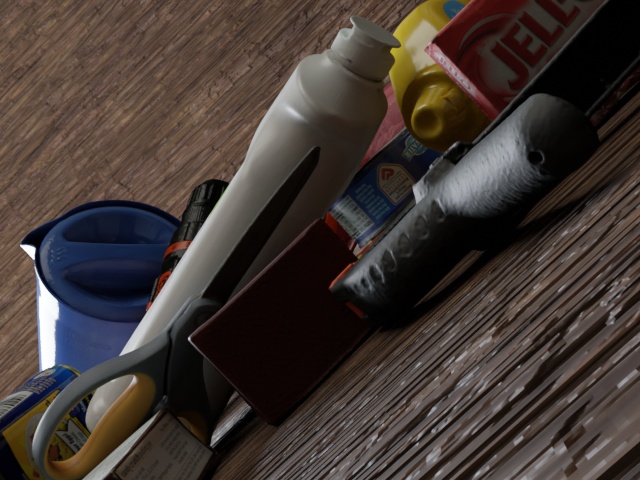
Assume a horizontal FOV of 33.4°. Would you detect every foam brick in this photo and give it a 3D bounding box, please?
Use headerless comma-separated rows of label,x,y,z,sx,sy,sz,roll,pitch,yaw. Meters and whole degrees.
foam brick,-0.013,0.037,0.474,0.078,0.053,0.051,-42,1,-11

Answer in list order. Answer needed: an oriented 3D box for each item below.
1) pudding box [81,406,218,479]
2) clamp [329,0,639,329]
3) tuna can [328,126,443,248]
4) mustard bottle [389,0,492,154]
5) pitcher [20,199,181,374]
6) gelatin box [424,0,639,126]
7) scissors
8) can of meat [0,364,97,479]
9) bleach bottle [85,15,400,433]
pudding box,-0.095,0.124,0.457,0.090,0.039,0.113,-43,3,6
clamp,0.054,-0.016,0.382,0.172,0.039,0.120,-50,-8,34
tuna can,0.043,-0.036,0.604,0.086,0.034,0.086,-42,0,0
mustard bottle,0.085,-0.089,0.573,0.058,0.096,0.191,-43,1,31
pitcher,-0.168,0.098,0.908,0.144,0.149,0.243,-14,-39,-28
gelatin box,0.099,-0.085,0.442,0.089,0.073,0.030,-43,0,0
scissors,-0.051,0.051,0.519,0.202,0.096,0.016,-42,39,0
can of meat,-0.151,0.130,0.588,0.058,0.102,0.083,-21,14,43
bleach bottle,-0.035,0.001,0.554,0.251,0.068,0.102,-58,4,24
